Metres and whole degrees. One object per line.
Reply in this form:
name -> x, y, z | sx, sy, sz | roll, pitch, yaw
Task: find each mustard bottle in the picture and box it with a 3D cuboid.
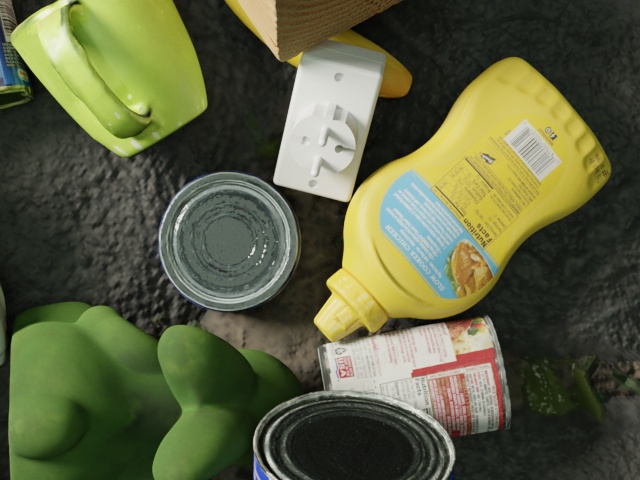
mustard bottle -> 0.072, -0.011, 0.624 | 0.191, 0.058, 0.096 | -43, 99, -6

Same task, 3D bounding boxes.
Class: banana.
banana -> -0.024, -0.157, 0.644 | 0.069, 0.037, 0.198 | -34, 89, -1

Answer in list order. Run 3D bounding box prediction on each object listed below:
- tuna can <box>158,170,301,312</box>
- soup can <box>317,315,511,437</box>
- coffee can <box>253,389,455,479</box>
tuna can -> -0.054, 0.001, 0.643 | 0.086, 0.034, 0.086 | 0, 89, 0
soup can -> 0.054, 0.086, 0.626 | 0.102, 0.068, 0.068 | -10, 89, 0
coffee can -> 0.013, 0.165, 0.564 | 0.103, 0.103, 0.140 | 4, 114, 0
